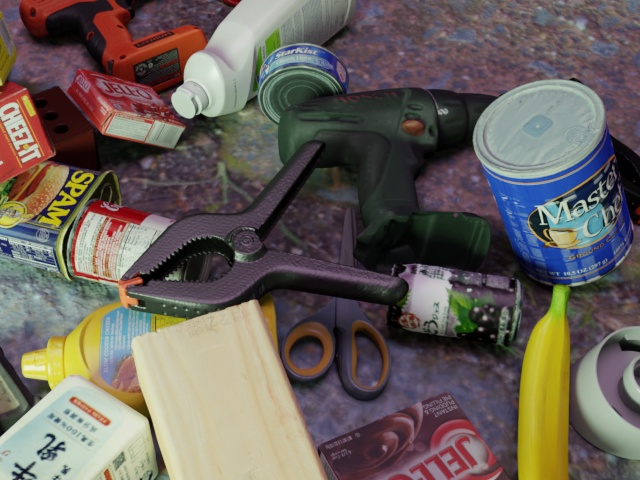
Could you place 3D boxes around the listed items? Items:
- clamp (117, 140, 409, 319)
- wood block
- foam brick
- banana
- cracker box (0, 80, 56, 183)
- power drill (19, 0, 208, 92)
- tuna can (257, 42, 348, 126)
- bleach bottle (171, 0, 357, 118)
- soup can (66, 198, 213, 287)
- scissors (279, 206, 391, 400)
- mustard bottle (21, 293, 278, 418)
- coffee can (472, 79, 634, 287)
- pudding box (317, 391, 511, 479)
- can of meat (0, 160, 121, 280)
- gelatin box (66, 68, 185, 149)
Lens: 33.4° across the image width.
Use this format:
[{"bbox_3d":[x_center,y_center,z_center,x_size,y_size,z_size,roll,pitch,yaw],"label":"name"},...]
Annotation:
[{"bbox_3d":[-0.055,0.001,0.824,0.209,0.036,0.164,-13,55,-12],"label":"clamp"},{"bbox_3d":[-0.048,0.156,0.690,0.090,0.091,0.206,-17,65,-13],"label":"wood block"},{"bbox_3d":[-0.245,-0.096,0.984,0.052,0.051,0.078,-28,53,-25],"label":"foam brick"},{"bbox_3d":[0.161,0.129,0.771,0.037,0.069,0.197,0,53,14],"label":"banana"},{"bbox_3d":[-0.352,-0.063,0.896,0.213,0.072,0.164,-31,30,-22],"label":"cracker box"},{"bbox_3d":[-0.195,-0.230,1.109,0.184,0.057,0.188,-30,51,-21],"label":"power drill"},{"bbox_3d":[-0.016,-0.143,1.010,0.086,0.086,0.033,3,48,2],"label":"tuna can"},{"bbox_3d":[-0.057,-0.204,1.054,0.068,0.102,0.250,24,50,26],"label":"bleach bottle"},{"bbox_3d":[-0.146,0.011,0.875,0.102,0.068,0.068,15,48,11],"label":"soup can"},{"bbox_3d":[0.004,0.047,0.877,0.096,0.016,0.202,-4,47,-12],"label":"scissors"},{"bbox_3d":[-0.128,0.089,0.809,0.191,0.058,0.096,-3,53,-4],"label":"mustard bottle"},{"bbox_3d":[0.191,-0.045,0.866,0.103,0.140,0.103,-15,45,15],"label":"coffee can"},{"bbox_3d":[0.066,0.167,0.752,0.113,0.039,0.090,-20,51,-19],"label":"pudding box"},{"bbox_3d":[-0.231,-0.022,0.913,0.084,0.057,0.102,13,47,14],"label":"can of meat"},{"bbox_3d":[-0.180,-0.123,0.995,0.089,0.030,0.073,9,31,-48],"label":"gelatin box"}]
